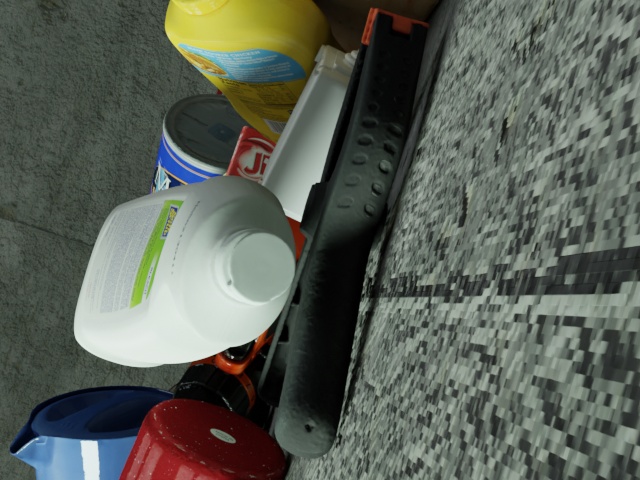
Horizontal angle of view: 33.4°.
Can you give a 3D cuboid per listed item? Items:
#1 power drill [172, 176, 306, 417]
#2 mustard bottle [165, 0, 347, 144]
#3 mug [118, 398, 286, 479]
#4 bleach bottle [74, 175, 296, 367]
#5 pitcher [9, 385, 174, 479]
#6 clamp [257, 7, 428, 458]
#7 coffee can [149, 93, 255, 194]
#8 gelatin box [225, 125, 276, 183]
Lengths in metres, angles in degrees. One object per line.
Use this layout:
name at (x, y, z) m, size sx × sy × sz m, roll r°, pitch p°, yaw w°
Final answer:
power drill at (-0.046, 0.046, 0.703) m, size 0.184 × 0.057 × 0.188 m, roll -56°, pitch -8°, yaw -50°
mustard bottle at (-0.036, -0.116, 0.631) m, size 0.191 × 0.096 × 0.058 m, roll 42°, pitch -117°, yaw -58°
mug at (-0.067, 0.143, 0.566) m, size 0.117 × 0.093 × 0.081 m, roll -120°, pitch 52°, yaw -70°
bleach bottle at (-0.069, 0.022, 0.542) m, size 0.251 × 0.068 × 0.102 m, roll 176°, pitch 109°, yaw -70°
pitcher at (-0.164, 0.252, 0.912) m, size 0.145 × 0.149 × 0.243 m, roll -38°, pitch -51°, yaw -72°
clamp at (0.008, -0.004, 0.510) m, size 0.165 × 0.036 × 0.210 m, roll 139°, pitch 146°, yaw -78°
coffee can at (-0.102, -0.046, 0.966) m, size 0.102 × 0.103 × 0.140 m, roll -76°, pitch 5°, yaw -48°
gelatin box at (-0.028, -0.037, 0.797) m, size 0.030 × 0.089 × 0.073 m, roll 121°, pitch 168°, yaw -61°
